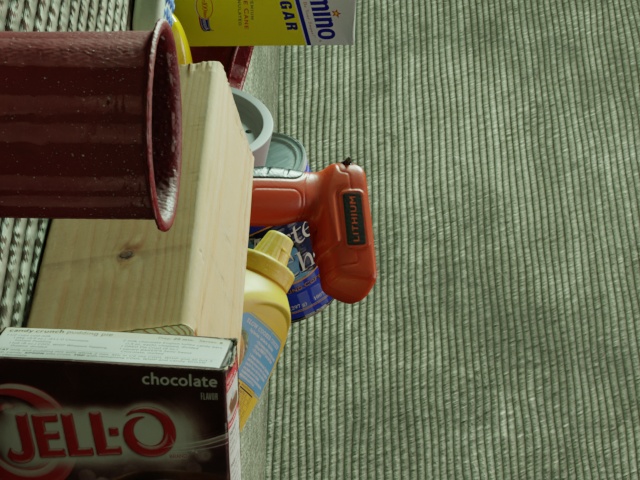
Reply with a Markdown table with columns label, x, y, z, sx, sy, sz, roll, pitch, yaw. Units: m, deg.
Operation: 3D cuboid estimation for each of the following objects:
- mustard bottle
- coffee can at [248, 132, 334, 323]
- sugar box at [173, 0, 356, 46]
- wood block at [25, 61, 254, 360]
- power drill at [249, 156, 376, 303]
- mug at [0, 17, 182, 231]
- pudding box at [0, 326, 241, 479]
| label | x | y | z | sx | sy | sz | roll | pitch | yaw |
| --- | --- | --- | --- | --- | --- | --- | --- | --- | --- |
| mustard bottle | -0.067 | 0.079 | 0.669 | 0.191 | 0.058 | 0.096 | -62 | 147 | -16 |
| coffee can | -0.044 | -0.010 | 0.946 | 0.103 | 0.103 | 0.140 | -89 | 164 | -50 |
| sugar box | -0.056 | -0.222 | 0.959 | 0.093 | 0.176 | 0.048 | 90 | 1 | -46 |
| wood block | -0.096 | -0.001 | 0.615 | 0.090 | 0.091 | 0.206 | 73 | 13 | -45 |
| power drill | -0.055 | 0.001 | 0.764 | 0.057 | 0.187 | 0.184 | 135 | -44 | -57 |
| mug | -0.107 | -0.055 | 0.479 | 0.117 | 0.081 | 0.093 | -88 | 178 | -65 |
| pudding box | -0.093 | 0.088 | 0.483 | 0.039 | 0.113 | 0.090 | -81 | 171 | -67 |
